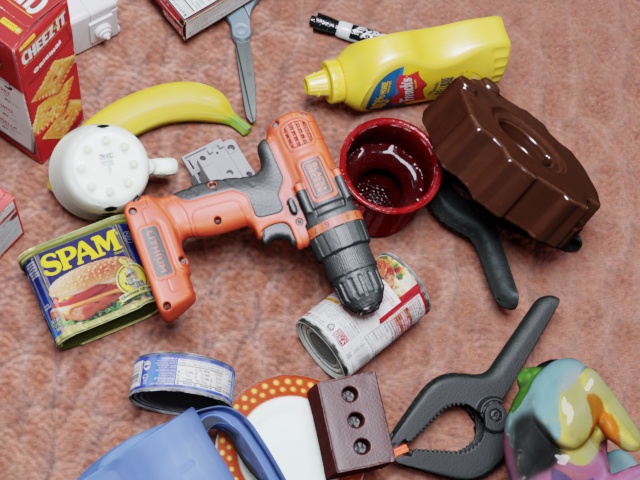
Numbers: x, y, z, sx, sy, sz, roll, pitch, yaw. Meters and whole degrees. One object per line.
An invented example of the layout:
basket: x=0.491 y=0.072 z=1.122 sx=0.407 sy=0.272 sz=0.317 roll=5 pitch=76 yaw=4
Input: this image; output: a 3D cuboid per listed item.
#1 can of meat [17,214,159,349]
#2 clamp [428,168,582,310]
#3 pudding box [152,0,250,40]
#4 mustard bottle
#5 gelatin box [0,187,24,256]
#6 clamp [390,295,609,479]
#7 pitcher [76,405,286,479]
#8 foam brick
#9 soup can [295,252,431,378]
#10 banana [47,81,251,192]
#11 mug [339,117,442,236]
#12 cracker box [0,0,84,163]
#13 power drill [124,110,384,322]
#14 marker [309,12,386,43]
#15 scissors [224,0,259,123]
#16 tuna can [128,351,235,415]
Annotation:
can of meat: x=-0.196 y=0.037 z=0.917 sx=0.102 sy=0.057 sz=0.084 roll=-22 pitch=77 yaw=-16
clamp: x=0.153 y=-0.015 z=0.997 sx=0.171 sy=0.039 sz=0.120 roll=38 pitch=50 yaw=8
pudding box: x=-0.113 y=-0.259 z=1.030 sx=0.113 sy=0.039 sz=0.090 roll=-35 pitch=78 yaw=-16
mustard bottle: x=0.077 y=-0.162 z=1.011 sx=0.191 sy=0.096 sz=0.058 roll=-11 pitch=73 yaw=-13
gelatin box: x=-0.289 y=-0.004 z=0.899 sx=0.030 sy=0.089 sz=0.073 roll=38 pitch=69 yaw=5
clamp: x=0.157 y=0.161 z=0.939 sx=0.209 sy=0.036 sz=0.164 roll=-25 pitch=82 yaw=-14
pitcher: x=-0.082 y=0.254 z=0.816 sx=0.149 sy=0.145 sz=0.243 roll=-35 pitch=87 yaw=7
foam brick: x=0.025 y=0.154 z=0.889 sx=0.053 sy=0.051 sz=0.078 roll=-9 pitch=72 yaw=-13
soup can: x=0.038 y=0.067 z=0.937 sx=0.102 sy=0.068 sz=0.068 roll=-37 pitch=80 yaw=-19
banana: x=-0.164 y=-0.104 z=0.983 sx=0.197 sy=0.037 sz=0.070 roll=-20 pitch=74 yaw=-15
mug: x=0.049 y=-0.044 z=0.972 sx=0.093 sy=0.081 sz=0.117 roll=36 pitch=69 yaw=4
cracker box: x=-0.285 y=-0.173 z=0.894 sx=0.164 sy=0.214 sz=0.072 roll=35 pitch=69 yaw=4
power drill: x=-0.056 y=0.001 z=0.891 sx=0.187 sy=0.057 sz=0.184 roll=-21 pitch=77 yaw=-10
marker: x=0.047 y=-0.201 z=1.062 sx=0.121 sy=0.020 sz=0.020 roll=17 pitch=69 yaw=-3
scissors: x=-0.096 y=-0.212 z=1.045 sx=0.096 sy=0.016 sz=0.201 roll=10 pitch=69 yaw=-4
tuna can: x=-0.114 y=0.120 z=0.884 sx=0.086 sy=0.086 sz=0.033 roll=8 pitch=67 yaw=-6
